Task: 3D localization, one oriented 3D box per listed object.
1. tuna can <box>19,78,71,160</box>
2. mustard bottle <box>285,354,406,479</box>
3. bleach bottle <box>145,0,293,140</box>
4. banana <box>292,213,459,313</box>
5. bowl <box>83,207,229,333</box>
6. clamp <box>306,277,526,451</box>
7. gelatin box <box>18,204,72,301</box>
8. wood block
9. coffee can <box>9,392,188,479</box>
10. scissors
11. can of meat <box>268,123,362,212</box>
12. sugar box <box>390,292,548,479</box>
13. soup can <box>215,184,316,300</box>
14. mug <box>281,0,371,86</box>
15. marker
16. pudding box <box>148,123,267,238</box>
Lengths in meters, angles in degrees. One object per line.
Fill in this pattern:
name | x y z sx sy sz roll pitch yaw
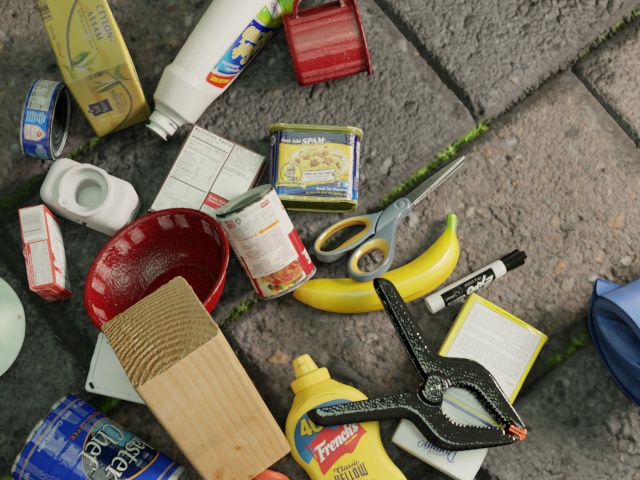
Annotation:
tuna can | -0.294 -0.129 1.144 0.033 0.086 0.086 9 77 -1
mustard bottle | 0.018 0.206 1.086 0.096 0.058 0.192 -25 78 1
bleach bottle | -0.104 -0.216 1.170 0.068 0.102 0.251 34 85 14
banana | 0.071 0.040 1.139 0.197 0.037 0.070 -23 55 -8
bowl | -0.158 0.045 1.091 0.162 0.055 0.162 -13 50 15
clamp | 0.101 0.156 1.062 0.210 0.036 0.164 33 74 4
gelatin box | -0.288 0.015 1.117 0.030 0.073 0.089 -11 78 -3
wood block | -0.113 0.144 1.014 0.090 0.206 0.091 -33 46 -8
coffee can | -0.217 0.230 1.054 0.140 0.103 0.102 32 79 6
scissors | 0.090 -0.019 1.144 0.201 0.016 0.096 -26 50 -6
can of meat | -0.007 -0.077 1.152 0.102 0.057 0.084 3 79 -1
sugar box | 0.153 0.154 1.108 0.093 0.048 0.176 30 82 6
soup can | -0.057 0.001 1.108 0.068 0.068 0.102 -29 104 -7
mug | 0.003 -0.225 1.160 0.081 0.117 0.093 -14 41 1
marker | 0.168 0.042 1.145 0.121 0.020 0.020 -28 79 -7
pudding box | -0.121 -0.058 1.155 0.090 0.039 0.113 25 76 5
